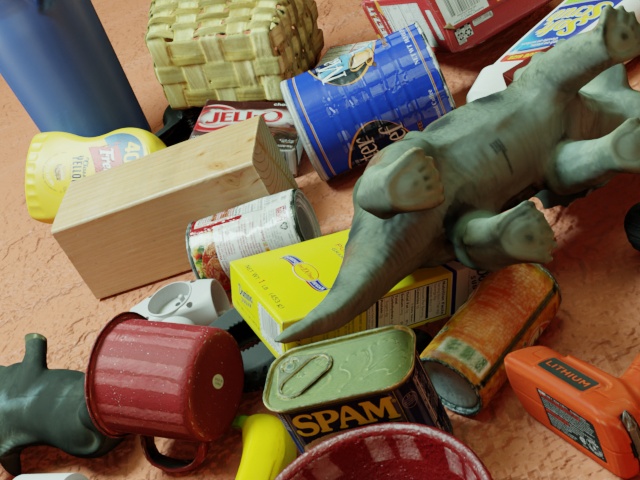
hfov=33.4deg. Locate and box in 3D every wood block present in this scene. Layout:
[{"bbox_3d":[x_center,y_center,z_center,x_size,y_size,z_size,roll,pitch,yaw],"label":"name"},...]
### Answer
[{"bbox_3d":[-0.135,-0.031,1.005,0.206,0.090,0.090,-18,33,15],"label":"wood block"}]

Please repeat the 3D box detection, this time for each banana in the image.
[{"bbox_3d":[-0.052,0.179,0.699,0.070,0.037,0.197,-43,17,35],"label":"banana"}]

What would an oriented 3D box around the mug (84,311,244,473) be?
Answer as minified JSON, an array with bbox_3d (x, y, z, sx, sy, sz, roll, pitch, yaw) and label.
[{"bbox_3d":[-0.107,0.112,0.765,0.082,0.117,0.093,3,11,25],"label":"mug"}]

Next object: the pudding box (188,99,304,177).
[{"bbox_3d":[-0.071,-0.105,1.083,0.113,0.039,0.090,5,39,7],"label":"pudding box"}]

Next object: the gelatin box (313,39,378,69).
[{"bbox_3d":[0.027,-0.180,1.158,0.073,0.030,0.089,-3,40,36],"label":"gelatin box"}]

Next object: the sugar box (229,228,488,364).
[{"bbox_3d":[0.033,0.029,0.770,0.176,0.048,0.093,-18,34,-21],"label":"sugar box"}]

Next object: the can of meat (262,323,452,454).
[{"bbox_3d":[0.027,0.110,0.689,0.102,0.084,0.057,-15,34,19],"label":"can of meat"}]

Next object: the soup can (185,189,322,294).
[{"bbox_3d":[-0.056,0.001,0.923,0.102,0.068,0.068,-18,33,15],"label":"soup can"}]

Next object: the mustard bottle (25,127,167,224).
[{"bbox_3d":[-0.212,-0.068,1.116,0.192,0.058,0.096,-1,80,16],"label":"mustard bottle"}]

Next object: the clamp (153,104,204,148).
[{"bbox_3d":[-0.153,-0.129,1.204,0.120,0.039,0.171,-10,27,-2],"label":"clamp"}]

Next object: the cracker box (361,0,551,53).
[{"bbox_3d":[0.153,-0.256,1.092,0.164,0.072,0.214,-31,16,-7],"label":"cracker box"}]

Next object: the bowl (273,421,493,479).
[{"bbox_3d":[0.032,0.183,0.606,0.162,0.055,0.162,-19,35,14],"label":"bowl"}]

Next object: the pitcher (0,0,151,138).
[{"bbox_3d":[-0.290,-0.194,1.178,0.145,0.242,0.149,-15,33,16],"label":"pitcher"}]

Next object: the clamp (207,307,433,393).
[{"bbox_3d":[-0.017,0.073,0.821,0.210,0.036,0.165,-25,31,-3],"label":"clamp"}]

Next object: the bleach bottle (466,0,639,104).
[{"bbox_3d":[0.226,-0.168,0.964,0.250,0.068,0.103,-39,31,-15],"label":"bleach bottle"}]

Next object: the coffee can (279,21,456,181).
[{"bbox_3d":[0.046,-0.130,1.002,0.140,0.102,0.103,-23,32,6],"label":"coffee can"}]
